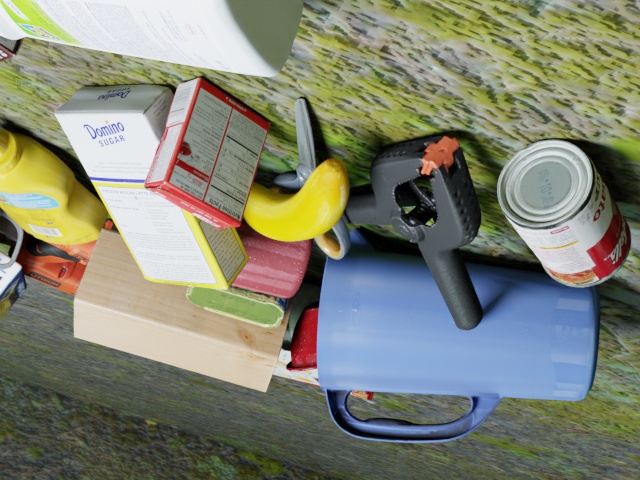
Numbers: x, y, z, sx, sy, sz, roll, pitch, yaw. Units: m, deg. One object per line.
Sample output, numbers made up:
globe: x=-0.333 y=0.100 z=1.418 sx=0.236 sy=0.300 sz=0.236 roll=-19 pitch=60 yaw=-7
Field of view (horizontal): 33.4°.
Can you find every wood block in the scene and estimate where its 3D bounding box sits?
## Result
wood block: x=-0.138 y=0.071 z=1.086 sx=0.206 sy=0.090 sz=0.091 roll=16 pitch=148 yaw=-2

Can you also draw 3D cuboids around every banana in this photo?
banana: x=-0.025 y=-0.029 z=0.833 sx=0.069 sy=0.037 sz=0.198 roll=51 pitch=158 yaw=-22

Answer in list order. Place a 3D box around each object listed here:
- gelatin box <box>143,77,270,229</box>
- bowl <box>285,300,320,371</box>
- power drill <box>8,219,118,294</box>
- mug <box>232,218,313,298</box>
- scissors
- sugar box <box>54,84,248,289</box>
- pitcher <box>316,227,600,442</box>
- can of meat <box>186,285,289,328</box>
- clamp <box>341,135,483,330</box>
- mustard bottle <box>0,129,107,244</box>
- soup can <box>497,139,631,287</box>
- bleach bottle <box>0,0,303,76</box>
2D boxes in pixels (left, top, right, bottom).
gelatin box: x=-0.082 y=-0.062 z=0.781 sx=0.073 sy=0.089 sz=0.030 roll=30 pitch=157 yaw=-38
bowl: x=0.033 y=0.083 z=1.100 sx=0.162 sy=0.055 sz=0.162 roll=-18 pitch=-177 yaw=1
power drill: x=-0.267 y=0.020 z=1.239 sx=0.184 sy=0.057 sz=0.188 roll=31 pitch=154 yaw=-29
mug: x=-0.056 y=0.001 z=0.973 sx=0.081 sy=0.093 sz=0.117 roll=15 pitch=-166 yaw=-12
scissors: x=-0.021 y=-0.057 z=0.854 sx=0.096 sy=0.016 sz=0.201 roll=31 pitch=156 yaw=35
sugar box: x=-0.131 y=-0.041 z=0.853 sx=0.093 sy=0.048 sz=0.176 roll=5 pitch=131 yaw=31
pitcher: x=0.119 y=0.089 z=0.951 sx=0.243 sy=0.145 sz=0.149 roll=5 pitch=126 yaw=9
can of meat: x=-0.073 y=0.029 z=1.038 sx=0.102 sy=0.084 sz=0.057 roll=17 pitch=149 yaw=-3
clamp: x=0.082 y=-0.011 z=0.818 sx=0.164 sy=0.036 sz=0.210 roll=41 pitch=158 yaw=6
mustard bottle: x=-0.279 y=-0.055 z=1.020 sx=0.096 sy=0.058 sz=0.191 roll=10 pitch=162 yaw=13
soup can: x=0.169 y=-0.018 z=0.739 sx=0.069 sy=0.068 sz=0.102 roll=4 pitch=158 yaw=32
bleach bottle: x=-0.141 y=-0.150 z=0.618 sx=0.251 sy=0.068 sz=0.102 roll=10 pitch=161 yaw=23
